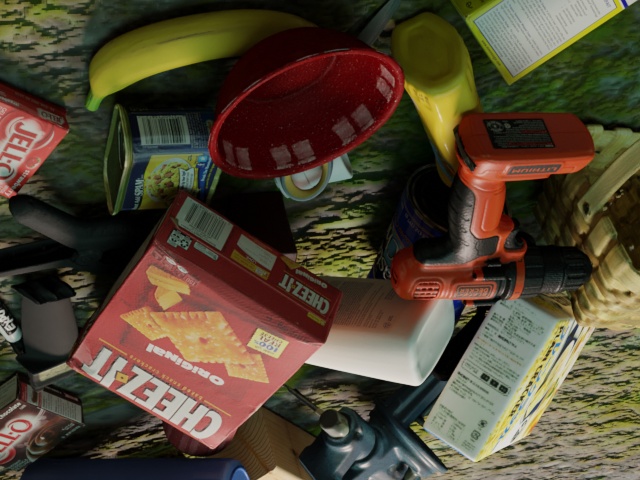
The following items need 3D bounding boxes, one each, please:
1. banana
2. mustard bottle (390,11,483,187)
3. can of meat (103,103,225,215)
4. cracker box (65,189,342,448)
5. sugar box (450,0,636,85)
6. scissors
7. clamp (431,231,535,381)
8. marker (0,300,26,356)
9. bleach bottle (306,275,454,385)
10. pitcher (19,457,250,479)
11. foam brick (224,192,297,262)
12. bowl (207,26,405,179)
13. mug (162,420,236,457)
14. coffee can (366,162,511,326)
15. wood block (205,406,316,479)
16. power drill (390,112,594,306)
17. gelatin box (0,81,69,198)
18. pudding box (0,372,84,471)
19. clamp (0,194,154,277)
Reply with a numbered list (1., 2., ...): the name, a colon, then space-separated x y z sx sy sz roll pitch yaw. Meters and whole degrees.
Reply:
1. banana: -0.096 -0.149 0.823 0.198 0.037 0.069 -14 170 0
2. mustard bottle: 0.115 -0.097 0.909 0.058 0.096 0.191 -26 140 4
3. can of meat: -0.129 -0.067 0.876 0.083 0.057 0.102 -3 150 -21
4. cracker box: -0.106 0.078 0.929 0.164 0.072 0.214 33 133 -10
5. sugar box: 0.200 -0.210 0.854 0.176 0.048 0.093 -35 137 13
6. scissors: 0.014 -0.108 0.893 0.202 0.016 0.096 -35 104 19
7. clamp: 0.178 0.077 1.103 0.164 0.036 0.209 -56 162 1
8. marker: -0.302 0.073 1.007 0.020 0.020 0.121 -18 141 -1
9. bleach bottle: -0.009 0.069 1.003 0.251 0.102 0.068 8 127 28
10. pitcher: -0.203 0.302 1.154 0.243 0.149 0.145 -6 147 13
11. foam brick: -0.056 0.001 0.973 0.053 0.078 0.051 -2 138 -15
12. bowl: -0.019 -0.115 0.826 0.162 0.055 0.162 -19 156 -9
13. mug: -0.116 0.173 1.149 0.117 0.093 0.082 -37 160 -39
14. coffee can: 0.110 0.011 1.025 0.102 0.103 0.140 0 137 -20
15. wood block: -0.039 0.289 1.296 0.090 0.091 0.205 -33 138 16
16. power drill: 0.162 -0.019 0.887 0.184 0.057 0.188 -3 136 -14
17. gelatin box: -0.253 -0.080 0.843 0.073 0.030 0.089 24 125 -39
18. pudding box: -0.319 0.193 1.122 0.114 0.039 0.089 -37 136 21
19. clamp: -0.219 0.007 0.944 0.171 0.039 0.120 13 150 -40
